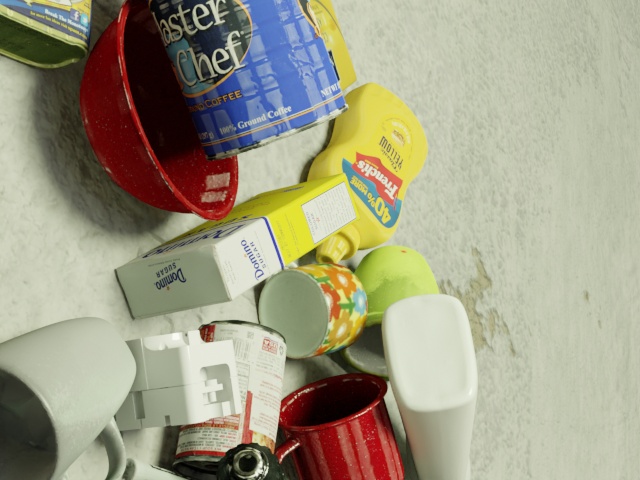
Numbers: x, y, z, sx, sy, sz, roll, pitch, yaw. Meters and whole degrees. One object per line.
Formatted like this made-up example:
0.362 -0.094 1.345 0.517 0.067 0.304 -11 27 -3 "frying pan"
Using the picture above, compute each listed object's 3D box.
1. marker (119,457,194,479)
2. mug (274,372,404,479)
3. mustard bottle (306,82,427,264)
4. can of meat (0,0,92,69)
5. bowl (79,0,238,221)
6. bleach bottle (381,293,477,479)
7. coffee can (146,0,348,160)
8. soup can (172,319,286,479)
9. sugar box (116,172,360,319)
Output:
-0.091 0.174 0.738 0.121 0.020 0.020 33 54 -45 "marker"
0.009 0.165 0.829 0.117 0.093 0.081 -27 108 -36 "mug"
0.035 -0.049 0.946 0.096 0.058 0.191 49 45 -25 "mustard bottle"
-0.189 -0.164 0.669 0.101 0.058 0.084 17 69 -51 "can of meat"
-0.116 -0.083 0.727 0.162 0.055 0.162 -17 90 -73 "bowl"
0.096 0.150 0.903 0.251 0.068 0.102 78 5 -56 "bleach bottle"
-0.053 -0.136 0.701 0.102 0.103 0.140 -35 108 -53 "coffee can"
-0.063 0.115 0.753 0.068 0.069 0.102 34 53 -45 "soup can"
-0.055 0.001 0.776 0.175 0.094 0.048 -29 103 -54 "sugar box"
